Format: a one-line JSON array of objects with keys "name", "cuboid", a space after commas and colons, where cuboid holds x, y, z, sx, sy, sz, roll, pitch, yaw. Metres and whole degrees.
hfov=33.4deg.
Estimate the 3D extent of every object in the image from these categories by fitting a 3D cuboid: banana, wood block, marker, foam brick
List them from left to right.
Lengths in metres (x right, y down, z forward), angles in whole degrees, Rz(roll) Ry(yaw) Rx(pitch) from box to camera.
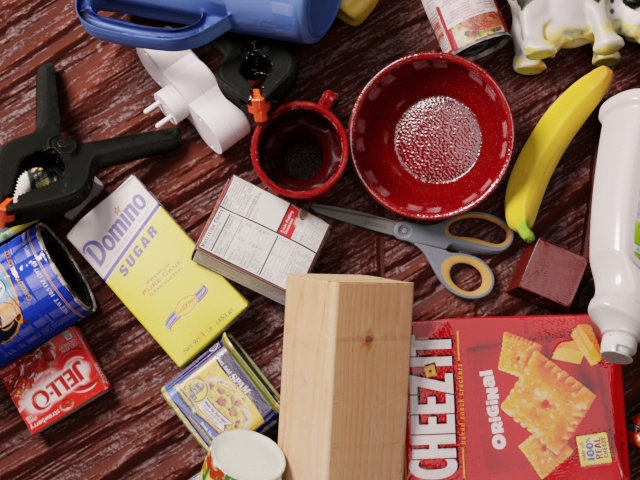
[{"name": "wood block", "cuboid": [0.022, 0.137, 0.986, 0.090, 0.090, 0.206, 2, 92, -32]}, {"name": "marker", "cuboid": [0.149, -0.127, 1.072, 0.020, 0.020, 0.121, -32, 84, -1]}, {"name": "foam brick", "cuboid": [0.217, 0.034, 1.022, 0.053, 0.078, 0.051, 24, 84, 5]}, {"name": "banana", "cuboid": [0.225, -0.082, 1.042, 0.037, 0.070, 0.197, 34, 76, -34]}]

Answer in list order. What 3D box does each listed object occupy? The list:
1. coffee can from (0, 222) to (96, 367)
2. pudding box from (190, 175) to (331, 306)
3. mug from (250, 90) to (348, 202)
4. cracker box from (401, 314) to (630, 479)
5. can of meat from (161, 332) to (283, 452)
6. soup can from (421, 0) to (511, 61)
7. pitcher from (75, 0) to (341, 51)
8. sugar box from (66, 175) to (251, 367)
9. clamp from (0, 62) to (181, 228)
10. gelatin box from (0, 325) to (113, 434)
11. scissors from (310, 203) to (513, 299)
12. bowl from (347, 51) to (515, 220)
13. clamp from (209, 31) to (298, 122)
[{"name": "coffee can", "cuboid": [-0.304, 0.062, 1.032, 0.140, 0.103, 0.103, -31, 84, -1]}, {"name": "pudding box", "cuboid": [-0.057, 0.001, 1.038, 0.113, 0.039, 0.090, 26, 65, -2]}, {"name": "mug", "cuboid": [-0.013, -0.093, 1.044, 0.093, 0.081, 0.117, 24, 86, 5]}, {"name": "cracker box", "cuboid": [0.177, 0.153, 1.015, 0.213, 0.072, 0.164, -2, 83, 3]}, {"name": "can of meat", "cuboid": [-0.092, 0.155, 1.035, 0.084, 0.057, 0.102, -39, 84, 0]}, {"name": "soup can", "cuboid": [0.139, -0.234, 1.059, 0.068, 0.068, 0.102, -21, 83, 0]}, {"name": "pitcher", "cuboid": [-0.108, -0.254, 1.014, 0.243, 0.144, 0.149, 16, 110, 17]}, {"name": "sugar box", "cuboid": [-0.160, 0.030, 1.057, 0.093, 0.048, 0.176, -43, 85, -3]}, {"name": "clamp", "cuboid": [-0.256, -0.089, 1.031, 0.164, 0.036, 0.209, 32, 48, 11]}, {"name": "gelatin box", "cuboid": [-0.262, 0.138, 1.058, 0.089, 0.030, 0.073, -31, 84, -1]}, {"name": "scissors", "cuboid": [0.091, 0.010, 1.062, 0.202, 0.016, 0.096, 0, 84, 3]}, {"name": "bowl", "cuboid": [0.110, -0.100, 1.043, 0.162, 0.055, 0.162, 0, 92, 15]}, {"name": "clamp", "cuboid": [-0.072, -0.180, 1.044, 0.120, 0.039, 0.171, -5, 43, 12]}]
